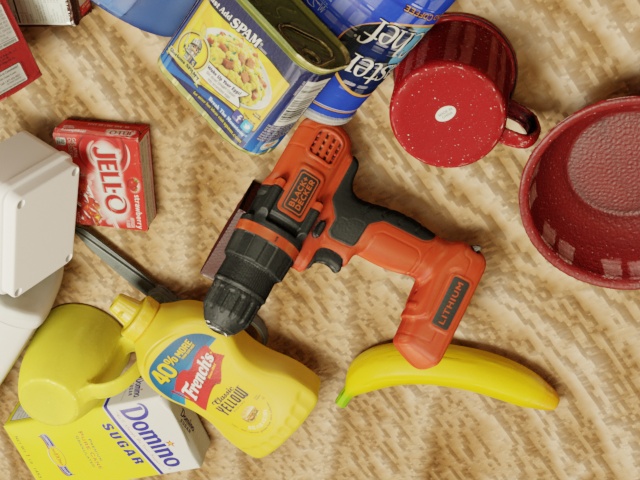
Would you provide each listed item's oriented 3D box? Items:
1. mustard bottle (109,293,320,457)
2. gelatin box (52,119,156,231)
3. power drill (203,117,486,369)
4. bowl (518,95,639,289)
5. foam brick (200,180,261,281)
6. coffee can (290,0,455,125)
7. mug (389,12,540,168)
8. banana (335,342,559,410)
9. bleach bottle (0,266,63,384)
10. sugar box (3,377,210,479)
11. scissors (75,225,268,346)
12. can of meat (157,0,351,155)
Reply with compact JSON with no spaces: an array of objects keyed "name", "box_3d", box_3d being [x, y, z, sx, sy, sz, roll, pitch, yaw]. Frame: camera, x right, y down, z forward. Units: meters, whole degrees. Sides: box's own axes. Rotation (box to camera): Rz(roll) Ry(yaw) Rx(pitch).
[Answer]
[{"name":"mustard bottle","box_3d":[-0.100,0.106,0.929,0.191,0.058,0.096,36,118,-13]},{"name":"gelatin box","box_3d":[-0.177,-0.054,0.881,0.073,0.030,0.089,6,123,9]},{"name":"power drill","box_3d":[0.021,0.023,0.820,0.187,0.057,0.184,32,78,-16]},{"name":"bowl","box_3d":[0.228,-0.044,0.785,0.162,0.055,0.162,5,123,8]},{"name":"foam brick","box_3d":[-0.056,0.001,0.877,0.053,0.051,0.078,29,123,-6]},{"name":"coffee can","box_3d":[0.024,-0.163,0.726,0.102,0.102,0.140,37,122,-12]},{"name":"mug","box_3d":[0.104,-0.099,0.762,0.117,0.081,0.093,28,123,-6]},{"name":"banana","box_3d":[0.107,0.117,0.928,0.198,0.037,0.069,0,139,13]},{"name":"bleach bottle","box_3d":[-0.314,0.114,0.973,0.068,0.102,0.251,27,123,-13]},{"name":"sugar box","box_3d":[-0.205,0.187,1.031,0.176,0.048,0.093,-12,118,20]},{"name":"scissors","box_3d":[-0.123,0.048,0.943,0.096,0.016,0.201,-24,114,23]},{"name":"can of meat","box_3d":[-0.045,-0.116,0.683,0.102,0.057,0.084,47,122,9]}]
